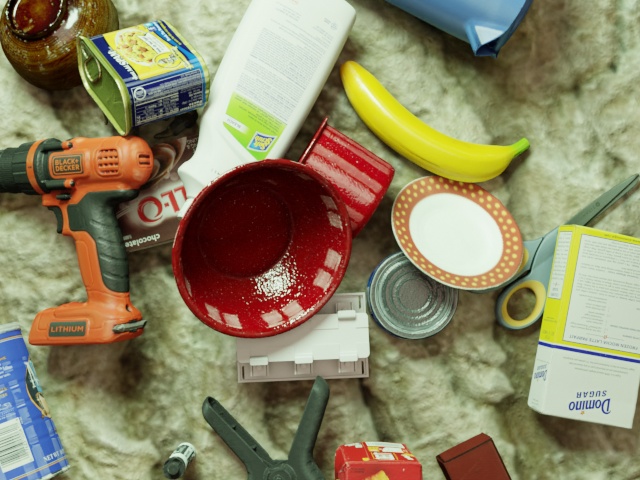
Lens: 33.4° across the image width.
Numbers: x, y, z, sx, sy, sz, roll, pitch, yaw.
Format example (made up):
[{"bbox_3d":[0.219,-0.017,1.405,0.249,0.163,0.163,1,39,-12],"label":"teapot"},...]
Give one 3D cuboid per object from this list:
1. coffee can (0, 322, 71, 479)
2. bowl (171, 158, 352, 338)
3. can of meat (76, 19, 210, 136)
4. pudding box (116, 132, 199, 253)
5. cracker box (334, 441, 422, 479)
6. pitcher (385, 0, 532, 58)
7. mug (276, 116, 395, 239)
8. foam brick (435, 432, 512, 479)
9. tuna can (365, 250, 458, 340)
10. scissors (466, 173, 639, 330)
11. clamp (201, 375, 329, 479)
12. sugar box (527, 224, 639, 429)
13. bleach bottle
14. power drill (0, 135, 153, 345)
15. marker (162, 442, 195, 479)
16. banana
[{"bbox_3d":[-0.294,0.156,0.948,0.103,0.103,0.140,-21,87,-4],"label":"coffee can"},{"bbox_3d":[-0.056,0.001,0.925,0.162,0.055,0.162,-7,111,-20],"label":"bowl"},{"bbox_3d":[-0.156,-0.148,0.944,0.083,0.057,0.102,-22,50,-25],"label":"can of meat"},{"bbox_3d":[-0.142,-0.044,1.001,0.113,0.039,0.090,-16,86,-4],"label":"pudding box"},{"bbox_3d":[0.046,0.288,0.918,0.072,0.164,0.214,1,85,-1],"label":"cracker box"},{"bbox_3d":[0.092,-0.285,0.991,0.243,0.149,0.145,26,113,3],"label":"pitcher"},{"bbox_3d":[0.009,-0.043,0.985,0.081,0.093,0.117,32,99,-4],"label":"mug"},{"bbox_3d":[0.148,0.225,0.982,0.051,0.053,0.078,-25,87,-4],"label":"foam brick"},{"bbox_3d":[0.086,0.051,1.003,0.086,0.034,0.086,0,85,-2],"label":"tuna can"},{"bbox_3d":[0.231,0.016,1.021,0.201,0.016,0.096,-22,88,-4],"label":"scissors"},{"bbox_3d":[-0.027,0.206,0.976,0.120,0.039,0.171,-21,94,18],"label":"clamp"},{"bbox_3d":[0.255,0.080,0.994,0.093,0.048,0.176,12,91,-9],"label":"sugar box"},{"bbox_3d":[-0.064,-0.125,0.975,0.102,0.068,0.250,30,76,-8],"label":"bleach bottle"},{"bbox_3d":[-0.231,0.000,0.968,0.185,0.057,0.188,-2,94,27],"label":"power drill"},{"bbox_3d":[-0.124,0.194,0.941,0.020,0.121,0.020,0,85,-2],"label":"marker"},{"bbox_3d":[0.099,-0.104,1.018,0.198,0.037,0.069,25,57,-3],"label":"banana"}]
